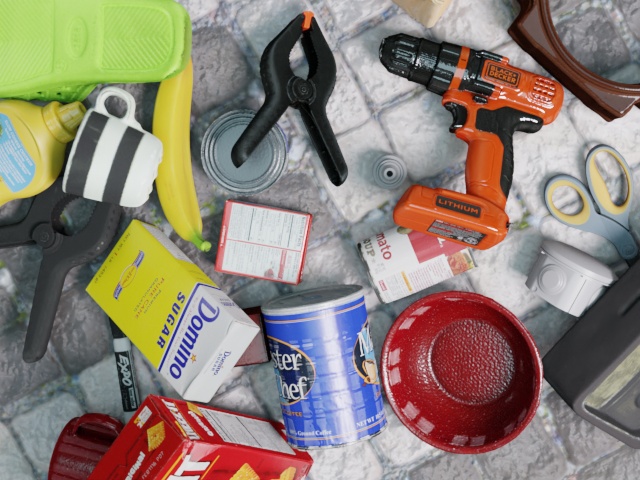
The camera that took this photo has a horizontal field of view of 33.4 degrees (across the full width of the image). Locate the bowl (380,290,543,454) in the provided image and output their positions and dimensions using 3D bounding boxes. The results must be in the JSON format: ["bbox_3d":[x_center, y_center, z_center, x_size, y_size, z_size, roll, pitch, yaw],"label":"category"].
[{"bbox_3d":[0.143,0.125,1.050,0.162,0.055,0.162,3,97,22],"label":"bowl"}]

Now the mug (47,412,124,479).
[{"bbox_3d":[-0.223,0.219,1.077,0.081,0.093,0.117,14,130,7],"label":"mug"}]

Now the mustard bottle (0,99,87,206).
[{"bbox_3d":[-0.311,-0.083,1.046,0.192,0.058,0.096,-28,93,14],"label":"mustard bottle"}]

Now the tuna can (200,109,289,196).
[{"bbox_3d":[-0.074,-0.088,1.065,0.086,0.033,0.086,0,97,4],"label":"tuna can"}]

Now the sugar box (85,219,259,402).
[{"bbox_3d":[-0.147,0.066,1.039,0.176,0.048,0.093,41,100,35],"label":"sugar box"}]

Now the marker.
[{"bbox_3d":[-0.202,0.132,1.106,0.020,0.020,0.121,-7,96,5],"label":"marker"}]

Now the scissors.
[{"bbox_3d":[0.283,0.006,1.060,0.096,0.016,0.202,-13,101,12],"label":"scissors"}]

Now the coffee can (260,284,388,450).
[{"bbox_3d":[0.004,0.122,1.048,0.103,0.103,0.140,-10,96,5],"label":"coffee can"}]

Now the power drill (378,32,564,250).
[{"bbox_3d":[0.126,-0.097,1.003,0.184,0.057,0.187,17,71,-1],"label":"power drill"}]

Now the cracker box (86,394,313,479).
[{"bbox_3d":[-0.124,0.244,1.019,0.072,0.213,0.164,42,99,35],"label":"cracker box"}]

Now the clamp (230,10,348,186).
[{"bbox_3d":[-0.032,-0.138,1.031,0.120,0.039,0.171,1,81,-32],"label":"clamp"}]

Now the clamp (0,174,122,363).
[{"bbox_3d":[-0.270,0.010,1.080,0.210,0.036,0.164,-37,78,5],"label":"clamp"}]

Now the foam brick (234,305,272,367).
[{"bbox_3d":[-0.090,0.100,1.078,0.078,0.053,0.051,-9,96,5],"label":"foam brick"}]

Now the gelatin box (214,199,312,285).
[{"bbox_3d":[-0.057,0.001,1.076,0.089,0.030,0.073,10,96,3],"label":"gelatin box"}]

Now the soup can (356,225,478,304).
[{"bbox_3d":[0.095,0.014,1.047,0.102,0.068,0.068,-22,94,6],"label":"soup can"}]

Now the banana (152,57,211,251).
[{"bbox_3d":[-0.139,-0.085,1.059,0.070,0.037,0.198,-7,91,41],"label":"banana"}]
